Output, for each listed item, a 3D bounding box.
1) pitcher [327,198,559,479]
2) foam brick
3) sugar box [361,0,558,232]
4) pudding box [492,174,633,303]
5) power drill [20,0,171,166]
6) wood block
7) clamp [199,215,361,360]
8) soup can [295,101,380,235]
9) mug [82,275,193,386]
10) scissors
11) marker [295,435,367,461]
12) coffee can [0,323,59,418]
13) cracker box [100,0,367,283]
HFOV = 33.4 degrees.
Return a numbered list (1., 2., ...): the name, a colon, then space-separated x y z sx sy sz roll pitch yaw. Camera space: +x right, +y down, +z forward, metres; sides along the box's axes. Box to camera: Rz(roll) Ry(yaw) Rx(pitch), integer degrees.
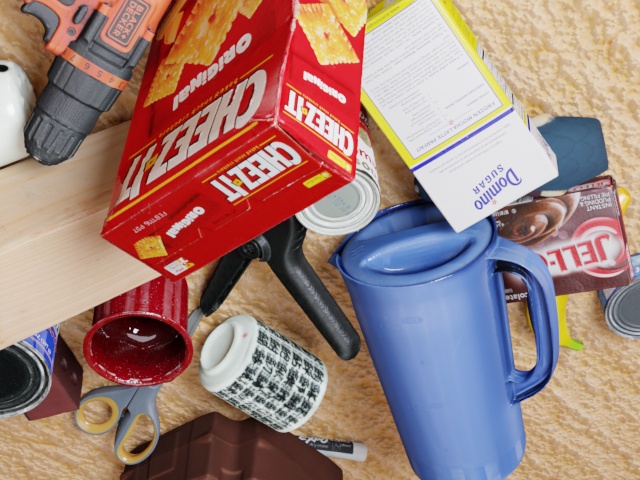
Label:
1. pitcher: 0.114 0.095 0.908 0.145 0.149 0.243 -23 119 -11
2. foam brick: -0.260 0.120 0.989 0.051 0.053 0.078 -14 132 8
3. sugar box: 0.092 -0.101 0.796 0.093 0.048 0.176 -30 110 22
4. pudding box: 0.199 0.000 0.900 0.114 0.039 0.090 -10 109 23
5. power drill: -0.202 -0.162 0.708 0.187 0.057 0.184 29 96 -28
6. wood block: -0.202 -0.003 0.797 0.205 0.090 0.091 -26 138 -26
7. clamp: -0.056 0.001 0.889 0.165 0.036 0.210 7 125 34
8. soup can: 0.008 -0.061 0.818 0.068 0.102 0.068 -2 131 -3
9. mug: -0.153 0.075 0.938 0.093 0.081 0.117 -17 130 10
10. scissors: -0.179 0.132 1.028 0.096 0.016 0.202 18 117 0
11. marker: -0.011 0.215 1.116 0.121 0.020 0.020 10 130 -14
12. coffee can: -0.264 0.059 0.875 0.102 0.140 0.103 -2 132 -3
13. cracker box: -0.051 -0.101 0.682 0.072 0.213 0.164 34 135 -31
